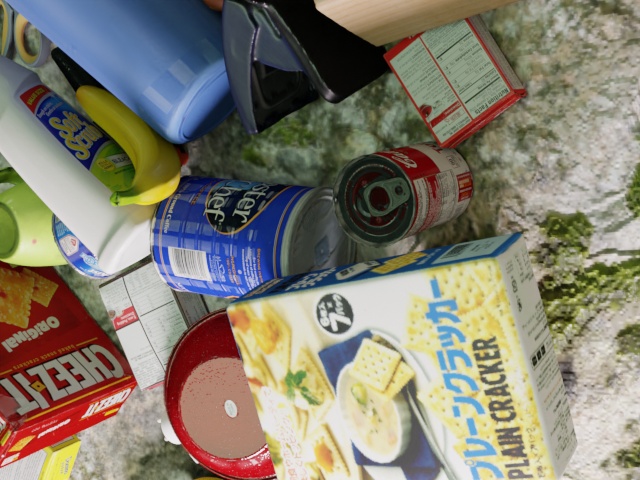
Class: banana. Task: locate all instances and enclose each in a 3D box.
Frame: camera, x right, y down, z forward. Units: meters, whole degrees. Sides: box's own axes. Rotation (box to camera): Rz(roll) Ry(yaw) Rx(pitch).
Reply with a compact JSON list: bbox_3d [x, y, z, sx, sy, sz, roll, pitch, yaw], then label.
[{"bbox_3d":[-0.158,-0.082,0.904,0.037,0.069,0.198,-59,34,19],"label":"banana"}]

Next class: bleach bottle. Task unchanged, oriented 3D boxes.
[{"bbox_3d":[-0.239,-0.084,0.940,0.251,0.102,0.068,42,118,7],"label":"bleach bottle"}]

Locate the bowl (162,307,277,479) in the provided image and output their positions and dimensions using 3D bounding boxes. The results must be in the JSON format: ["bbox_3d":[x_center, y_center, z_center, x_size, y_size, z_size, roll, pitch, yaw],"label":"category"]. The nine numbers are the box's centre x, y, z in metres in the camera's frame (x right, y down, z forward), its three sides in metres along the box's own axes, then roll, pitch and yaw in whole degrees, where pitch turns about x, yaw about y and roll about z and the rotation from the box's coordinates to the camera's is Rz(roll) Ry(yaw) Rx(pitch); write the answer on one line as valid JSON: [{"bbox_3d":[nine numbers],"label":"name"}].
[{"bbox_3d":[-0.072,0.140,0.928,0.162,0.055,0.162,1,95,15],"label":"bowl"}]

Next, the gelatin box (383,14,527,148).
[{"bbox_3d":[0.101,-0.125,0.801,0.073,0.030,0.089,-37,79,32],"label":"gelatin box"}]

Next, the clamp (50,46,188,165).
[{"bbox_3d":[-0.203,-0.095,1.002,0.172,0.039,0.120,34,120,22],"label":"clamp"}]

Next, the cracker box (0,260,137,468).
[{"bbox_3d":[-0.304,0.097,1.035,0.214,0.163,0.072,47,123,16],"label":"cracker box"}]

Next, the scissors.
[{"bbox_3d":[-0.288,-0.257,1.037,0.096,0.016,0.202,29,115,23],"label":"scissors"}]

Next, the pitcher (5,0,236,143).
[{"bbox_3d":[-0.170,-0.193,0.910,0.243,0.149,0.145,44,111,10],"label":"pitcher"}]

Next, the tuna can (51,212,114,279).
[{"bbox_3d":[-0.206,-0.009,0.994,0.034,0.086,0.086,-26,86,33],"label":"tuna can"}]

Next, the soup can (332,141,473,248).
[{"bbox_3d":[0.064,-0.037,0.800,0.069,0.102,0.068,8,105,32],"label":"soup can"}]

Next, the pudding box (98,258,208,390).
[{"bbox_3d":[-0.150,0.075,1.005,0.090,0.039,0.113,-25,89,32],"label":"pudding box"}]

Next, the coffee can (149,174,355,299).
[{"bbox_3d":[-0.056,0.001,0.887,0.141,0.102,0.103,7,104,32],"label":"coffee can"}]

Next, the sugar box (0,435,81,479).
[{"bbox_3d":[-0.341,0.203,1.155,0.176,0.048,0.093,37,118,26],"label":"sugar box"}]
